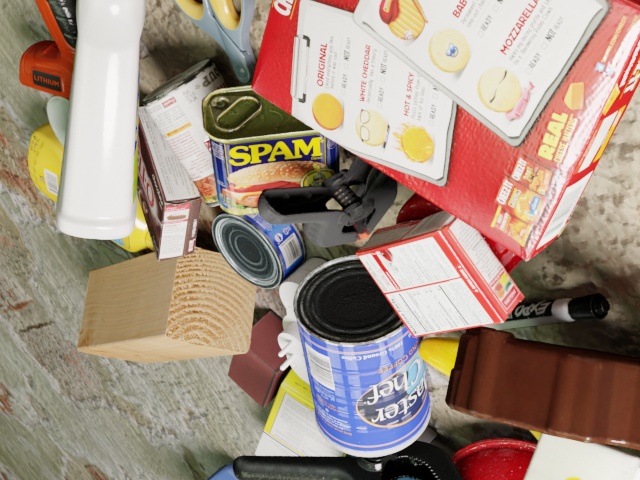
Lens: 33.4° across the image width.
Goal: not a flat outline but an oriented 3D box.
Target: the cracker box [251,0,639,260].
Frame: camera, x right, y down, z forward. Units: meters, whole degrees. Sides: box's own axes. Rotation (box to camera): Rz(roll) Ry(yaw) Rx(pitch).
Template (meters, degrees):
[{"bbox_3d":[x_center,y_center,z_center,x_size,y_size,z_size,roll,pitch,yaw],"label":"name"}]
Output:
[{"bbox_3d":[0.076,-0.116,0.621,0.214,0.072,0.164,34,129,21],"label":"cracker box"}]

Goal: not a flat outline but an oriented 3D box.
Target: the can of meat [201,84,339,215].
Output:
[{"bbox_3d":[-0.035,-0.069,0.804,0.084,0.102,0.057,88,173,-49],"label":"can of meat"}]

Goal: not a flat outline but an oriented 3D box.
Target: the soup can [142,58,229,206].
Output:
[{"bbox_3d":[-0.091,-0.088,0.874,0.069,0.068,0.102,-9,117,53],"label":"soup can"}]

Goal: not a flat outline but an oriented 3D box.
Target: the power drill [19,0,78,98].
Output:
[{"bbox_3d":[-0.255,-0.221,0.929,0.185,0.057,0.187,20,139,36],"label":"power drill"}]

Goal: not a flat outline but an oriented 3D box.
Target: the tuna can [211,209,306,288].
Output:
[{"bbox_3d":[-0.056,0.001,0.960,0.086,0.033,0.086,30,144,25],"label":"tuna can"}]

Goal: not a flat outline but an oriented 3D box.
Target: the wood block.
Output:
[{"bbox_3d":[-0.156,0.069,1.067,0.090,0.091,0.207,15,163,-32],"label":"wood block"}]

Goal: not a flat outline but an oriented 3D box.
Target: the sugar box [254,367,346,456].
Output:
[{"bbox_3d":[-0.007,0.194,1.093,0.093,0.048,0.176,31,148,7],"label":"sugar box"}]

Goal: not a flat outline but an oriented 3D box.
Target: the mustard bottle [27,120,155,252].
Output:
[{"bbox_3d":[-0.207,-0.041,1.065,0.192,0.058,0.096,33,142,22],"label":"mustard bottle"}]

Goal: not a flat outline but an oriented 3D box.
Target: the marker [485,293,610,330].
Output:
[{"bbox_3d":[0.161,0.053,0.779,0.121,0.020,0.020,-13,115,54],"label":"marker"}]

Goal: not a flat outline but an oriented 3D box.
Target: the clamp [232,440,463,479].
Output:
[{"bbox_3d":[0.051,0.189,0.925,0.210,0.164,0.036,17,129,33],"label":"clamp"}]

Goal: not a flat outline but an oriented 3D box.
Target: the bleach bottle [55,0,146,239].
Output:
[{"bbox_3d":[-0.174,-0.132,0.867,0.102,0.068,0.251,-105,22,-57],"label":"bleach bottle"}]

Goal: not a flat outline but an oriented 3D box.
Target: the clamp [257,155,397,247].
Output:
[{"bbox_3d":[0.010,-0.028,0.772,0.039,0.120,0.171,62,171,19],"label":"clamp"}]

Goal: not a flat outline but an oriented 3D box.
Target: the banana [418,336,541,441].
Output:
[{"bbox_3d":[0.161,0.141,0.834,0.198,0.069,0.037,52,180,1],"label":"banana"}]

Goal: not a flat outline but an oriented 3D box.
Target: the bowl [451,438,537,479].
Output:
[{"bbox_3d":[0.171,0.245,0.904,0.162,0.055,0.162,16,130,19],"label":"bowl"}]

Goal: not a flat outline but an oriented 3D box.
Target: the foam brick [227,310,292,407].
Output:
[{"bbox_3d":[-0.053,0.118,1.065,0.051,0.052,0.078,38,146,13],"label":"foam brick"}]

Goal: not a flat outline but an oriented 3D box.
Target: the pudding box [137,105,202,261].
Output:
[{"bbox_3d":[-0.140,-0.053,0.952,0.090,0.039,0.113,107,145,-54],"label":"pudding box"}]

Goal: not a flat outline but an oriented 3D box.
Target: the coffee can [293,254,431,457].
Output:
[{"bbox_3d":[0.037,0.097,0.891,0.103,0.102,0.140,23,140,33],"label":"coffee can"}]

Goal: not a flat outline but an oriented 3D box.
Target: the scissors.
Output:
[{"bbox_3d":[-0.074,-0.147,0.840,0.096,0.016,0.202,25,142,33],"label":"scissors"}]

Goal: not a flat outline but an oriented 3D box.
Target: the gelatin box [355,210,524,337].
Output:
[{"bbox_3d":[0.074,0.021,0.681,0.073,0.030,0.089,54,147,-13],"label":"gelatin box"}]
